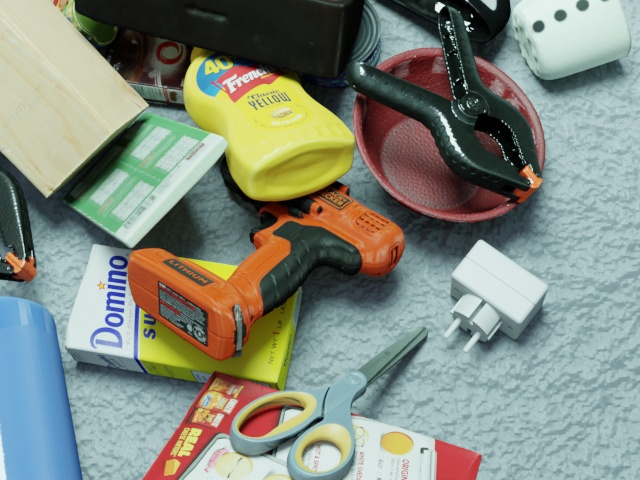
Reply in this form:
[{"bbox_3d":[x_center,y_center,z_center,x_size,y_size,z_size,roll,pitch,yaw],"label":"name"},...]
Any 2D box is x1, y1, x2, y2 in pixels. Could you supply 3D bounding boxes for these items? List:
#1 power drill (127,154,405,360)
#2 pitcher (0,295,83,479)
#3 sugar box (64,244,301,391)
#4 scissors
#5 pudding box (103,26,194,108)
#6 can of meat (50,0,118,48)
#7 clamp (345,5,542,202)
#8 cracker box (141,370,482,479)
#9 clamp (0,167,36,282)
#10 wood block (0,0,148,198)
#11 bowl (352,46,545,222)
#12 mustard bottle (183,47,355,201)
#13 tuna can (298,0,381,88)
[{"bbox_3d":[-0.055,0.001,0.826,0.185,0.057,0.187,29,46,31],"label":"power drill"},{"bbox_3d":[-0.249,0.172,0.788,0.149,0.145,0.243,3,60,-30],"label":"pitcher"},{"bbox_3d":[-0.108,0.063,0.856,0.176,0.048,0.093,9,67,7],"label":"sugar box"},{"bbox_3d":[0.030,0.120,0.777,0.201,0.016,0.096,-17,42,-31],"label":"scissors"},{"bbox_3d":[-0.140,-0.178,0.959,0.090,0.039,0.113,8,70,7],"label":"pudding box"},{"bbox_3d":[-0.220,-0.213,0.952,0.084,0.057,0.102,-8,63,37],"label":"can of meat"},{"bbox_3d":[0.115,-0.108,0.840,0.171,0.039,0.120,44,68,2],"label":"clamp"},{"bbox_3d":[-0.012,0.193,0.743,0.214,0.072,0.164,16,36,13],"label":"cracker box"},{"bbox_3d":[-0.299,-0.047,0.865,0.210,0.036,0.164,33,80,16],"label":"clamp"},{"bbox_3d":[-0.254,-0.148,0.873,0.090,0.090,0.206,-40,99,20],"label":"wood block"},{"bbox_3d":[0.099,-0.077,0.875,0.162,0.055,0.162,5,64,-11],"label":"bowl"},{"bbox_3d":[-0.057,-0.113,0.867,0.096,0.058,0.192,-19,48,-22],"label":"mustard bottle"},{"bbox_3d":[0.011,-0.179,0.948,0.086,0.034,0.086,-2,68,5],"label":"tuna can"}]
